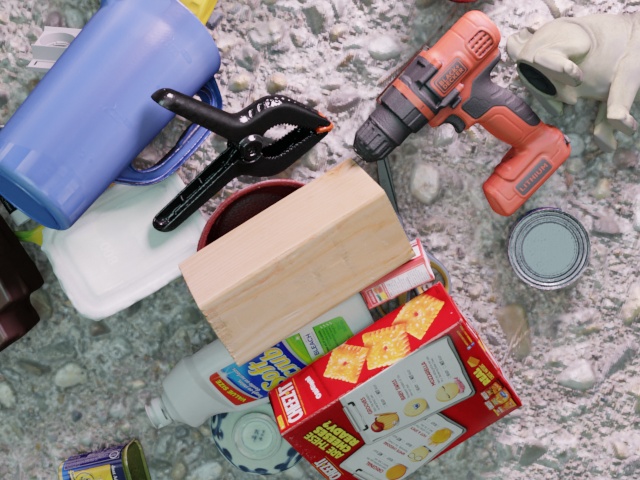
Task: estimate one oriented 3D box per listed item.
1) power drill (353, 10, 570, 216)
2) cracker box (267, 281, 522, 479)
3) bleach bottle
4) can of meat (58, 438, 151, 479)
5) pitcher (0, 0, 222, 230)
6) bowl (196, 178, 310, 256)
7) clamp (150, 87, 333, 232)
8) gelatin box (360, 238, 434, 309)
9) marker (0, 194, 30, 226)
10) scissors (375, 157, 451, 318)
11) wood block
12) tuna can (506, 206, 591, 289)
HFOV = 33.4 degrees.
[{"bbox_3d":[0.147,-0.108,1.074,0.184,0.057,0.187,-45,118,9],"label":"power drill"},{"bbox_3d":[0.078,0.162,1.107,0.214,0.072,0.164,-33,129,8],"label":"cracker box"},{"bbox_3d":[-0.062,0.132,1.118,0.251,0.068,0.102,-28,123,-3],"label":"bleach bottle"},{"bbox_3d":[-0.236,0.282,1.189,0.084,0.057,0.102,-14,95,8],"label":"can of meat"},{"bbox_3d":[-0.212,-0.124,1.057,0.149,0.145,0.242,32,71,12],"label":"pitcher"},{"bbox_3d":[-0.057,0.001,1.122,0.162,0.055,0.162,-8,118,-16],"label":"bowl"},{"bbox_3d":[-0.082,-0.106,1.082,0.209,0.036,0.164,-23,137,-22],"label":"clamp"},{"bbox_3d":[0.077,0.033,1.099,0.073,0.089,0.030,-25,100,7],"label":"gelatin box"},{"bbox_3d":[-0.360,-0.070,1.175,0.020,0.020,0.121,-33,93,7],"label":"marker"},{"bbox_3d":[0.098,-0.010,1.147,0.096,0.016,0.202,5,98,2],"label":"scissors"},{"bbox_3d":[-0.024,0.020,1.057,0.206,0.091,0.090,-32,122,-4],"label":"wood block"},{"bbox_3d":[0.240,0.007,1.128,0.086,0.033,0.086,1,97,5],"label":"tuna can"}]
